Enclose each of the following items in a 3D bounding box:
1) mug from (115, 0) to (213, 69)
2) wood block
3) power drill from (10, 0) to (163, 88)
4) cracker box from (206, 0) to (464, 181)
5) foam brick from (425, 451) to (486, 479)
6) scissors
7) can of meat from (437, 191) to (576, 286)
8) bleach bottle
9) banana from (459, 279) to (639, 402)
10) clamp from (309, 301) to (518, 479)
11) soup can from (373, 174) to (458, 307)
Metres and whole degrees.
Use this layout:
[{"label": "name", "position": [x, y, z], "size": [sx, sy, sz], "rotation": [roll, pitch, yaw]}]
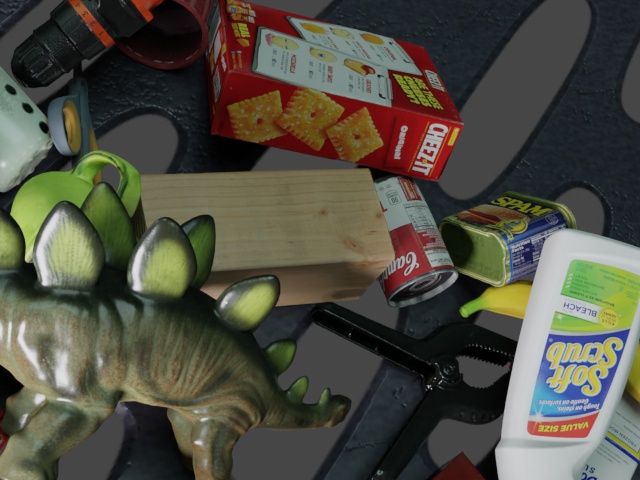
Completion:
[{"label": "mug", "position": [-0.138, -0.226, 0.974], "size": [0.093, 0.117, 0.081], "rotation": [17, 52, -11]}, {"label": "wood block", "position": [-0.056, 0.000, 0.893], "size": [0.205, 0.091, 0.090], "rotation": [-4, 64, -24]}, {"label": "power drill", "position": [-0.209, -0.227, 0.923], "size": [0.184, 0.057, 0.188], "rotation": [-38, 49, -2]}, {"label": "cracker box", "position": [0.005, -0.139, 0.976], "size": [0.213, 0.072, 0.164], "rotation": [11, 32, -16]}, {"label": "foam brick", "position": [0.095, 0.218, 0.855], "size": [0.078, 0.053, 0.051], "rotation": [-33, 79, -34]}, {"label": "scissors", "position": [-0.214, -0.132, 0.912], "size": [0.016, 0.096, 0.202], "rotation": [-15, 68, 5]}, {"label": "can of meat", "position": [0.170, -0.002, 0.982], "size": [0.083, 0.102, 0.057], "rotation": [-20, 112, -27]}, {"label": "bleach bottle", "position": [0.208, 0.122, 0.882], "size": [0.102, 0.068, 0.250], "rotation": [17, 73, -1]}, {"label": "banana", "position": [0.225, 0.083, 0.951], "size": [0.198, 0.037, 0.069], "rotation": [26, 70, 11]}, {"label": "clamp", "position": [0.101, 0.128, 0.917], "size": [0.209, 0.036, 0.164], "rotation": [1, 61, -24]}, {"label": "soup can", "position": [0.073, 0.000, 0.959], "size": [0.068, 0.069, 0.102], "rotation": [-11, 67, -27]}]
